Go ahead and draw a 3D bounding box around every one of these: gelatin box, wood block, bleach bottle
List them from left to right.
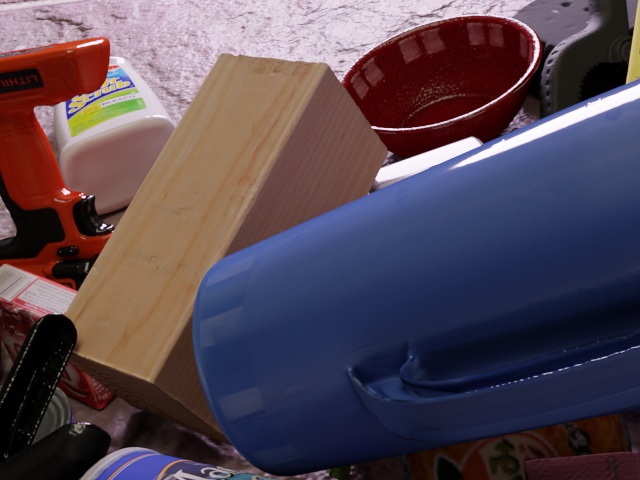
[{"bbox_3d":[-0.168,0.060,0.667,0.089,0.073,0.030,16,45,38],"label":"gelatin box"},{"bbox_3d":[-0.195,-0.110,0.941,0.102,0.068,0.251,-23,32,-12],"label":"bleach bottle"},{"bbox_3d":[-0.054,0.001,0.626,0.090,0.090,0.206,12,66,37],"label":"wood block"}]

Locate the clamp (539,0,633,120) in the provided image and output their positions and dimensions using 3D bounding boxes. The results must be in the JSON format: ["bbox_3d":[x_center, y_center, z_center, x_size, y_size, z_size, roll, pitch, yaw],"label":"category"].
[{"bbox_3d":[0.212,-0.136,0.765,0.209,0.164,0.036,-47,-2,-18],"label":"clamp"}]

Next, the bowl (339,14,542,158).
[{"bbox_3d":[0.094,-0.109,0.818,0.162,0.055,0.162,-14,36,11],"label":"bowl"}]

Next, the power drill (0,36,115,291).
[{"bbox_3d":[-0.159,-0.035,0.703,0.185,0.187,0.057,-4,17,17],"label":"power drill"}]

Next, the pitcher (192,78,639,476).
[{"bbox_3d":[0.067,0.027,0.448,0.243,0.149,0.145,-20,63,24],"label":"pitcher"}]

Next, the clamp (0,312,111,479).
[{"bbox_3d":[-0.166,0.118,0.537,0.171,0.039,0.120,-46,27,14],"label":"clamp"}]
